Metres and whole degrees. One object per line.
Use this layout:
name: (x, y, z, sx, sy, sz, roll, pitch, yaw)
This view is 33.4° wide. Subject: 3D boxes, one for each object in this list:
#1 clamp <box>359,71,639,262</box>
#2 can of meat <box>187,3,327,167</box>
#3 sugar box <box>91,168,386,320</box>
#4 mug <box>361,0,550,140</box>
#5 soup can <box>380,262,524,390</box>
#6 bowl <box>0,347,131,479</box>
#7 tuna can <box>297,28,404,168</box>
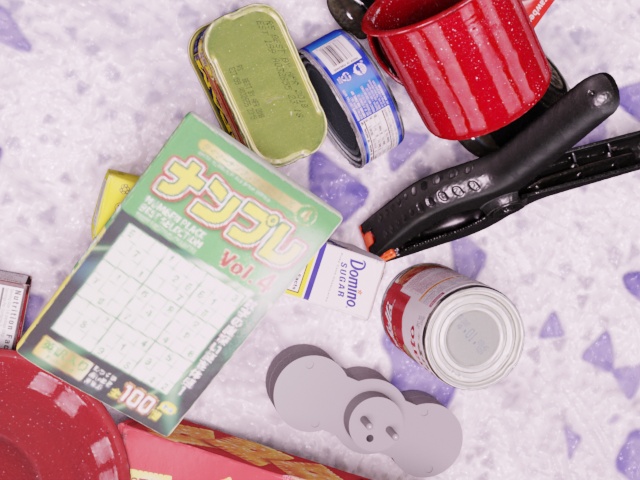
clamp: (0.124, -0.037, 0.694, 0.210, 0.164, 0.036, -28, 69, 30)
can of meat: (-0.039, -0.096, 0.670, 0.057, 0.084, 0.102, -26, 101, -7)
sugar box: (-0.054, 0.001, 0.674, 0.176, 0.093, 0.048, 15, 93, -13)
mug: (0.075, -0.113, 0.631, 0.093, 0.117, 0.081, -49, 121, -29)
soup can: (0.085, 0.055, 0.702, 0.068, 0.102, 0.068, -1, 97, -11)
bowl: (-0.195, 0.148, 0.625, 0.161, 0.055, 0.162, 16, 59, -29)
tuna can: (0.018, -0.091, 0.681, 0.033, 0.086, 0.086, -31, 101, -8)
